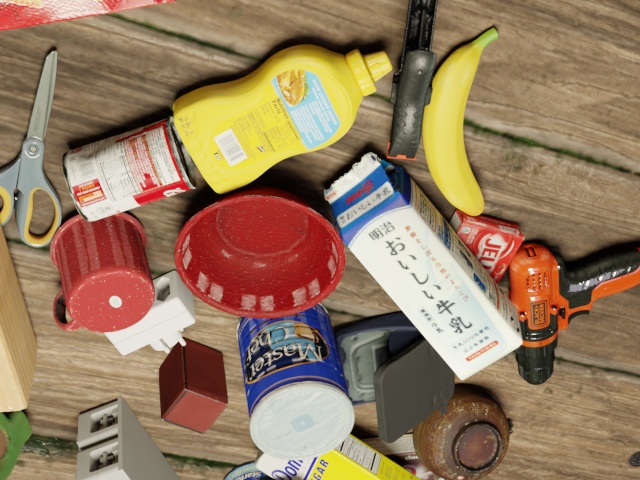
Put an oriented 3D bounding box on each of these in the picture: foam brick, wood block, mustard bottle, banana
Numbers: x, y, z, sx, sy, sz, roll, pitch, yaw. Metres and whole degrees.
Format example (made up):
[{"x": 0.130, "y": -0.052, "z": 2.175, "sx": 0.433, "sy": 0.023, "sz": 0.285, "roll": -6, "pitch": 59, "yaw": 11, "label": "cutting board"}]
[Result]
[{"x": -0.133, "y": 0.151, "z": 1.112, "sx": 0.051, "sy": 0.078, "sz": 0.053, "roll": 24, "pitch": 121, "yaw": -26, "label": "foam brick"}, {"x": -0.332, "y": 0.060, "z": 0.986, "sx": 0.091, "sy": 0.090, "sz": 0.206, "roll": -4, "pitch": 131, "yaw": -2, "label": "wood block"}, {"x": -0.027, "y": -0.119, "z": 0.943, "sx": 0.192, "sy": 0.058, "sz": 0.096, "roll": -24, "pitch": 123, "yaw": 7, "label": "mustard bottle"}, {"x": 0.129, "y": -0.101, "z": 1.000, "sx": 0.069, "sy": 0.037, "sz": 0.198, "roll": -5, "pitch": 127, "yaw": -7, "label": "banana"}]

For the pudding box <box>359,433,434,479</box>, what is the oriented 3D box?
[{"x": 0.078, "y": 0.276, "z": 1.268, "sx": 0.113, "sy": 0.039, "sz": 0.090, "roll": -7, "pitch": 126, "yaw": -7, "label": "pudding box"}]

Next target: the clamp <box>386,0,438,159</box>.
[{"x": 0.082, "y": -0.144, "z": 0.936, "sx": 0.039, "sy": 0.120, "sz": 0.171, "roll": 13, "pitch": 147, "yaw": 2, "label": "clamp"}]

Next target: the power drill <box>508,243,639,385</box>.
[{"x": 0.295, "y": 0.071, "z": 1.147, "sx": 0.187, "sy": 0.057, "sz": 0.184, "roll": -13, "pitch": 127, "yaw": -2, "label": "power drill"}]

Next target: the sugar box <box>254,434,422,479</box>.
[{"x": 0.022, "y": 0.264, "z": 1.203, "sx": 0.176, "sy": 0.048, "sz": 0.093, "roll": 31, "pitch": 126, "yaw": -9, "label": "sugar box"}]

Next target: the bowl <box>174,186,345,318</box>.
[{"x": -0.057, "y": 0.001, "z": 1.018, "sx": 0.162, "sy": 0.055, "sz": 0.162, "roll": 0, "pitch": 134, "yaw": 0, "label": "bowl"}]

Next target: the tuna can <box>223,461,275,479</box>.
[{"x": -0.074, "y": 0.300, "z": 1.261, "sx": 0.086, "sy": 0.034, "sz": 0.086, "roll": -5, "pitch": 127, "yaw": -7, "label": "tuna can"}]

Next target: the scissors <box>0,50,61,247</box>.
[{"x": -0.276, "y": -0.077, "z": 0.952, "sx": 0.096, "sy": 0.016, "sz": 0.202, "roll": -2, "pitch": 126, "yaw": -9, "label": "scissors"}]

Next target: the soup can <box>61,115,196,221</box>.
[{"x": -0.170, "y": -0.063, "z": 0.951, "sx": 0.102, "sy": 0.068, "sz": 0.068, "roll": -18, "pitch": 127, "yaw": 3, "label": "soup can"}]

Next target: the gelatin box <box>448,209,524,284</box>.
[{"x": 0.156, "y": 0.016, "z": 1.096, "sx": 0.073, "sy": 0.030, "sz": 0.089, "roll": 14, "pitch": 123, "yaw": -20, "label": "gelatin box"}]

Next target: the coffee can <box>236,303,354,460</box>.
[{"x": -0.028, "y": 0.136, "z": 1.080, "sx": 0.102, "sy": 0.140, "sz": 0.103, "roll": -5, "pitch": 127, "yaw": -7, "label": "coffee can"}]

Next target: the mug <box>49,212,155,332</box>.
[{"x": -0.210, "y": 0.039, "z": 1.000, "sx": 0.117, "sy": 0.081, "sz": 0.093, "roll": -40, "pitch": 133, "yaw": 15, "label": "mug"}]
